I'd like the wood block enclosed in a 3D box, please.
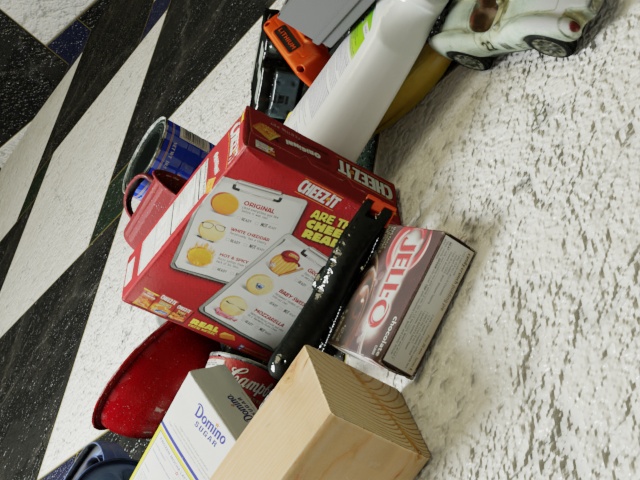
[{"bbox_3d":[-0.023,0.194,0.780,0.206,0.090,0.091,-55,24,15],"label":"wood block"}]

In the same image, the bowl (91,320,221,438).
[{"bbox_3d":[-0.147,0.142,1.051,0.162,0.055,0.162,-45,-16,-17],"label":"bowl"}]

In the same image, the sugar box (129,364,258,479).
[{"bbox_3d":[-0.105,0.196,0.893,0.093,0.048,0.176,52,125,28],"label":"sugar box"}]

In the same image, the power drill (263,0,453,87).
[{"bbox_3d":[0.044,-0.232,1.046,0.188,0.057,0.184,-43,46,10],"label":"power drill"}]

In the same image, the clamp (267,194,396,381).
[{"bbox_3d":[0.009,0.044,0.878,0.120,0.039,0.171,-37,-29,-79],"label":"clamp"}]

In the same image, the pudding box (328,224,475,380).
[{"bbox_3d":[0.062,0.045,0.829,0.113,0.039,0.090,-65,23,-7],"label":"pudding box"}]

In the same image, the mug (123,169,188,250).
[{"bbox_3d":[-0.173,-0.027,1.180,0.081,0.117,0.093,-57,-19,12],"label":"mug"}]

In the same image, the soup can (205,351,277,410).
[{"bbox_3d":[-0.086,0.161,0.976,0.069,0.068,0.102,-17,50,60],"label":"soup can"}]

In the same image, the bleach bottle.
[{"bbox_3d":[0.045,-0.156,0.957,0.251,0.068,0.102,-54,24,32],"label":"bleach bottle"}]

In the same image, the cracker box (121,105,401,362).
[{"bbox_3d":[-0.056,0.001,0.968,0.214,0.164,0.072,-48,29,32],"label":"cracker box"}]

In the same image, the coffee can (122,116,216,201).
[{"bbox_3d":[-0.150,-0.070,1.273,0.103,0.140,0.103,-46,27,33],"label":"coffee can"}]

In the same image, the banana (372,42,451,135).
[{"bbox_3d":[0.063,-0.140,1.035,0.198,0.037,0.069,-25,45,55],"label":"banana"}]
